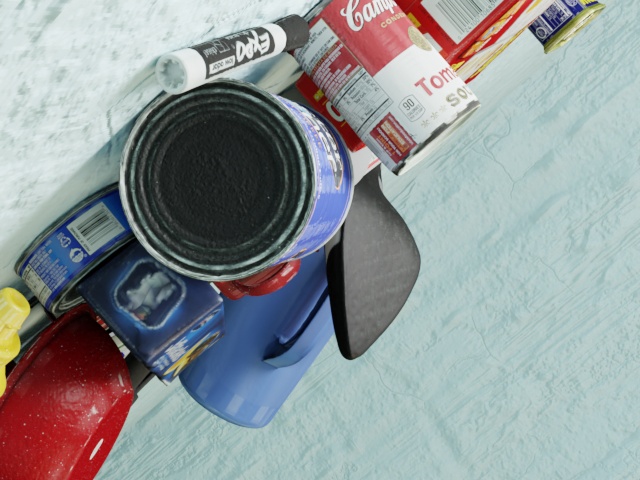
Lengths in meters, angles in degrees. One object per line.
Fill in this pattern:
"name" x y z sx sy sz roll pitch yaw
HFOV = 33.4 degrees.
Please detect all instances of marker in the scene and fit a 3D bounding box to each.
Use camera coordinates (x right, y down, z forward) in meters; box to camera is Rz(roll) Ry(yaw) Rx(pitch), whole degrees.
"marker" -0.039 -0.095 0.532 0.020 0.020 0.120 -43 176 35

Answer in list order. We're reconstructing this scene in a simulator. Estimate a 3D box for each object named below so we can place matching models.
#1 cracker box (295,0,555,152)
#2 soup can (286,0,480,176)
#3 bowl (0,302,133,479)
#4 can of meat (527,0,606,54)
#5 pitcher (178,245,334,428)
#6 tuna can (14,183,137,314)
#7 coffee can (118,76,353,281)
"cracker box" 0.099 -0.162 0.743 0.164 0.072 0.213 -42 177 38
"soup can" 0.037 -0.097 0.631 0.068 0.102 0.068 -40 176 -4
"bowl" -0.166 0.122 0.681 0.162 0.055 0.162 -62 175 -10
"can of meat" 0.210 -0.225 0.986 0.058 0.084 0.102 -42 176 28
"pitcher" -0.035 0.065 1.050 0.243 0.145 0.149 -58 159 8
"tuna can" -0.136 0.005 0.635 0.086 0.034 0.086 -40 176 -3
"coffee can" -0.041 -0.034 0.598 0.103 0.103 0.140 -41 176 9
